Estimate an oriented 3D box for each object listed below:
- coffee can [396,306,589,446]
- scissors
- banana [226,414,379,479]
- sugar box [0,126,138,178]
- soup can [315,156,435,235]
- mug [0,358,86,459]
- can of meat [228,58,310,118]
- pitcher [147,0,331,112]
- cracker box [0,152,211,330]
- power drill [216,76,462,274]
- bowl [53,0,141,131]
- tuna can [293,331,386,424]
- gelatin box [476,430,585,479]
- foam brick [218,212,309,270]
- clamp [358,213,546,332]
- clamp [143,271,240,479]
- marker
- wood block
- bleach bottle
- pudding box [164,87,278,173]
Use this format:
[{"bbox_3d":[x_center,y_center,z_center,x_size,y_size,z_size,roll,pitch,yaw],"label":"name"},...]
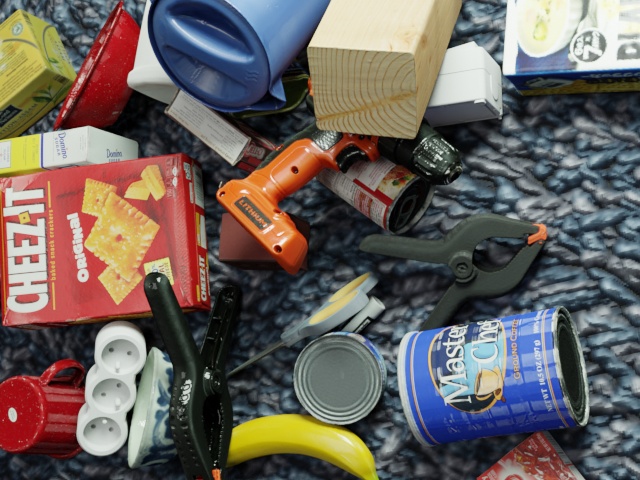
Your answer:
[{"bbox_3d":[0.150,0.119,0.925,0.140,0.102,0.103,-12,74,24],"label":"coffee can"},{"bbox_3d":[-0.013,0.082,1.055,0.016,0.096,0.202,53,137,-6],"label":"scissors"},{"bbox_3d":[-0.028,0.202,1.034,0.198,0.037,0.069,5,81,27],"label":"banana"},{"bbox_3d":[-0.303,-0.089,1.199,0.176,0.093,0.048,-3,82,27],"label":"sugar box"},{"bbox_3d":[0.051,-0.060,1.031,0.102,0.068,0.068,37,97,28],"label":"soup can"},{"bbox_3d":[-0.296,0.179,1.147,0.093,0.081,0.117,37,97,27],"label":"mug"},{"bbox_3d":[-0.070,-0.175,1.097,0.084,0.101,0.058,55,136,22],"label":"can of meat"},{"bbox_3d":[-0.055,-0.250,1.026,0.145,0.149,0.242,15,48,25],"label":"pitcher"},{"bbox_3d":[-0.230,0.003,1.129,0.214,0.072,0.164,-7,80,11],"label":"cracker box"},{"bbox_3d":[0.012,-0.060,0.974,0.187,0.057,0.185,-45,57,-5],"label":"power drill"},{"bbox_3d":[-0.234,-0.180,1.178,0.162,0.055,0.162,-53,20,28],"label":"bowl"},{"bbox_3d":[0.020,0.130,1.014,0.086,0.033,0.086,1,92,14],"label":"tuna can"},{"bbox_3d":[0.192,0.221,0.925,0.073,0.030,0.089,-42,64,13],"label":"gelatin box"},{"bbox_3d":[-0.057,0.001,1.081,0.078,0.053,0.051,0,80,27],"label":"foam brick"},{"bbox_3d":[0.130,0.034,0.984,0.172,0.039,0.120,-15,102,17],"label":"clamp"},{"bbox_3d":[-0.112,0.132,1.036,0.036,0.164,0.210,-8,87,22],"label":"clamp"},{"bbox_3d":[0.015,0.102,1.043,0.121,0.020,0.020,-46,64,11],"label":"marker"},{"bbox_3d":[0.063,-0.192,0.951,0.091,0.090,0.206,7,46,15],"label":"wood block"},{"bbox_3d":[-0.143,-0.276,1.152,0.068,0.102,0.251,1,81,32],"label":"bleach bottle"},{"bbox_3d":[-0.093,-0.108,1.100,0.114,0.089,0.039,36,97,28],"label":"pudding box"}]
